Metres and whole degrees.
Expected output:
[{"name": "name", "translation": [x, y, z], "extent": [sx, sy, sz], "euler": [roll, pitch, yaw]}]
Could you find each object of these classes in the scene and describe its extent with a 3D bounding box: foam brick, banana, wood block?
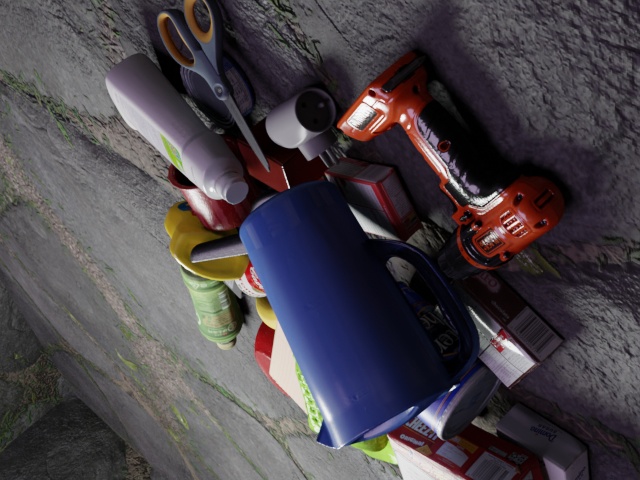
[{"name": "foam brick", "translation": [-0.039, -0.089, 1.116], "extent": [0.078, 0.053, 0.051], "euler": [32, 152, 40]}, {"name": "banana", "translation": [-0.050, 0.091, 1.448], "extent": [0.069, 0.037, 0.198], "euler": [53, 158, -12]}, {"name": "wood block", "translation": [-0.001, 0.139, 1.361], "extent": [0.091, 0.090, 0.206], "euler": [44, 158, 15]}]

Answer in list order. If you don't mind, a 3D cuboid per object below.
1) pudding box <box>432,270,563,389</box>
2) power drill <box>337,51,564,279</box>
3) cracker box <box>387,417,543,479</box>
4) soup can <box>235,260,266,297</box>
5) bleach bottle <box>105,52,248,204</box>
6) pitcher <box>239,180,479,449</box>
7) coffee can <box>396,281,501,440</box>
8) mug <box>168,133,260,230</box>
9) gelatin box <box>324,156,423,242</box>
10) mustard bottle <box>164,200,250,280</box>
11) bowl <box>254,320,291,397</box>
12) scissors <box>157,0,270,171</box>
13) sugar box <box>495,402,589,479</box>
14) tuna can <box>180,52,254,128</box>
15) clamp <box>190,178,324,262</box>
[{"name": "pudding box", "translation": [0.166, 0.080, 1.018], "extent": [0.113, 0.039, 0.090], "euler": [47, 159, 11]}, {"name": "power drill", "translation": [0.101, -0.055, 0.900], "extent": [0.187, 0.057, 0.185], "euler": [46, 154, 1]}, {"name": "cracker box", "translation": [0.176, 0.292, 1.168], "extent": [0.164, 0.072, 0.213], "euler": [22, 144, 44]}, {"name": "soup can", "translation": [-0.065, 0.034, 1.342], "extent": [0.068, 0.068, 0.102], "euler": [52, 159, -7]}, {"name": "bleach bottle", "translation": [-0.153, -0.114, 1.205], "extent": [0.251, 0.068, 0.102], "euler": [45, 168, 39]}, {"name": "pitcher", "translation": [0.029, 0.062, 1.018], "extent": [0.243, 0.149, 0.145], "euler": [62, 155, 13]}, {"name": "coffee can", "translation": [0.108, 0.124, 1.112], "extent": [0.140, 0.102, 0.103], "euler": [39, 156, 25]}, {"name": "mug", "translation": [-0.124, -0.073, 1.270], "extent": [0.081, 0.093, 0.117], "euler": [63, -178, -41]}, {"name": "gelatin box", "translation": [0.051, -0.041, 1.049], "extent": [0.089, 0.030, 0.073], "euler": [18, 143, 54]}, {"name": "mustard bottle", "translation": [-0.150, -0.010, 1.365], "extent": [0.096, 0.058, 0.192], "euler": [18, -167, -18]}, {"name": "bowl", "translation": [-0.046, 0.179, 1.559], "extent": [0.162, 0.055, 0.162], "euler": [41, 157, 21]}, {"name": "scissors", "translation": [-0.095, -0.171, 1.074], "extent": [0.202, 0.016, 0.096], "euler": [49, 134, 15]}, {"name": "sugar box", "translation": [0.244, 0.260, 1.152], "extent": [0.093, 0.048, 0.176], "euler": [31, 149, 38]}, {"name": "tuna can", "translation": [-0.110, -0.165, 1.151], "extent": [0.086, 0.033, 0.086], "euler": [40, 156, 21]}, {"name": "clamp", "translation": [-0.058, 0.001, 1.198], "extent": [0.164, 0.036, 0.210], "euler": [33, 129, 9]}]
